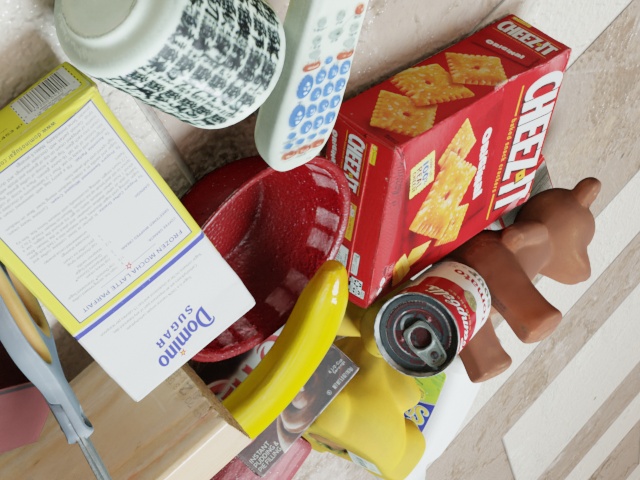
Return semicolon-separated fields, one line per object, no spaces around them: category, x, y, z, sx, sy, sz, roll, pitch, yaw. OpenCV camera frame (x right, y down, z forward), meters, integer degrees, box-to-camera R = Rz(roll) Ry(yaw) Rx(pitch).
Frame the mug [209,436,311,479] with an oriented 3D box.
mug;-0.069;0.169;0.864;0.117;0.093;0.081;40;82;-24

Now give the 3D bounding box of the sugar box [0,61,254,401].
sugar box;-0.118;0.000;0.579;0.093;0.048;0.176;-39;132;-9

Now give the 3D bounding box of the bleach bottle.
bleach bottle;0.102;0.178;1.082;0.067;0.103;0.251;-20;137;-36

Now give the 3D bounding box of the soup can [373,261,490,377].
soup can;0.092;0.060;0.849;0.102;0.068;0.069;-30;148;-63

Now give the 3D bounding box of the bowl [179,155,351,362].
bowl;-0.055;0.001;0.716;0.161;0.055;0.162;-35;147;-28

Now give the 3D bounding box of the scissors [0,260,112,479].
scissors;-0.142;0.086;0.597;0.016;0.096;0.201;-26;117;-5

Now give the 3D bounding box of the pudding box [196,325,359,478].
pudding box;-0.041;0.109;0.817;0.113;0.090;0.039;-48;178;-10

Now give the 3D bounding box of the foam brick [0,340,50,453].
foam brick;-0.201;0.090;0.613;0.078;0.053;0.051;-10;130;-49

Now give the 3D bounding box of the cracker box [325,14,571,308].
cracker box;0.095;-0.063;0.840;0.213;0.072;0.164;-31;145;-34

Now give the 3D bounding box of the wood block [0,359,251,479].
wood block;-0.155;0.158;0.678;0.206;0.090;0.091;-41;164;-6

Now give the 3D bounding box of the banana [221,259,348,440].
banana;-0.035;0.094;0.753;0.198;0.037;0.069;-50;158;13
